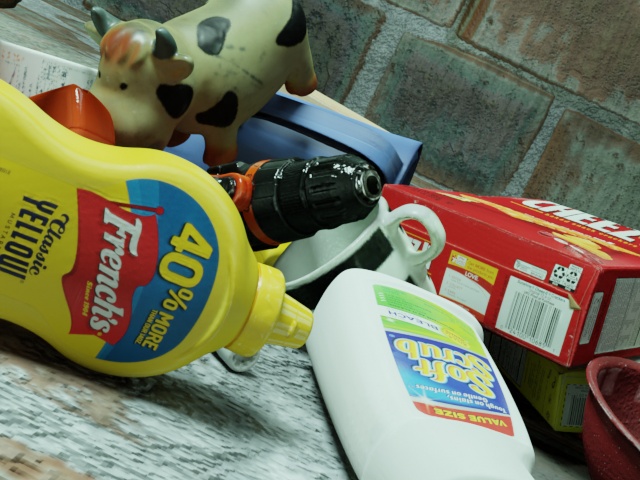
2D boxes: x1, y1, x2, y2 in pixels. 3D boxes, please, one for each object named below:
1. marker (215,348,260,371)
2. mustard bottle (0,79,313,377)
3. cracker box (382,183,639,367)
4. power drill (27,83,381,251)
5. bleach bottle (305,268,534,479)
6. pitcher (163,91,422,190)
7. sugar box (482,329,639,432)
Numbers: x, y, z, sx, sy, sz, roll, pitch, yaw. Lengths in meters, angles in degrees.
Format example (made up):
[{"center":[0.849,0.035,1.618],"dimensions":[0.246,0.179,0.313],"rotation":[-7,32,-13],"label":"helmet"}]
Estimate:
[{"center":[-0.069,0.034,0.578],"dimensions":[0.020,0.020,0.121],"rotation":[19,12,-39],"label":"marker"},{"center":[-0.089,0.005,0.442],"dimensions":[0.191,0.096,0.058],"rotation":[23,9,-20],"label":"mustard bottle"},{"center":[0.158,0.018,0.737],"dimensions":[0.164,0.072,0.213],"rotation":[24,15,37],"label":"cracker box"},{"center":[-0.083,-0.033,0.612],"dimensions":[0.185,0.057,0.187],"rotation":[-11,-19,43],"label":"power drill"},{"center":[0.055,0.088,0.491],"dimensions":[0.102,0.068,0.251],"rotation":[24,11,-13],"label":"bleach bottle"},{"center":[-0.045,-0.068,0.874],"dimensions":[0.243,0.149,0.145],"rotation":[24,24,6],"label":"pitcher"},{"center":[0.178,0.084,0.756],"dimensions":[0.093,0.048,0.176],"rotation":[6,11,-10],"label":"sugar box"}]
